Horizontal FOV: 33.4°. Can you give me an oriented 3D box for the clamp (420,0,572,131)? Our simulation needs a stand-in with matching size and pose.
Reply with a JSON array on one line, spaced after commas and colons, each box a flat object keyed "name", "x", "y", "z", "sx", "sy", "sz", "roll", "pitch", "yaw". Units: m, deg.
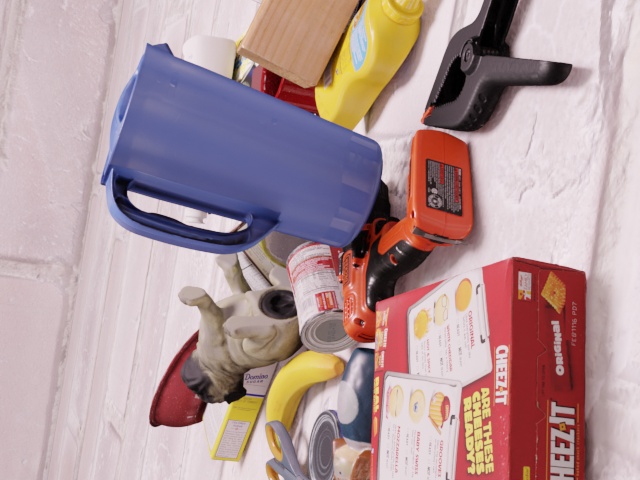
[{"name": "clamp", "x": 0.140, "y": -0.145, "z": 0.878, "sx": 0.210, "sy": 0.036, "sz": 0.164, "roll": 122, "pitch": 150, "yaw": -51}]

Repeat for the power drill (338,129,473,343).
[{"name": "power drill", "x": 0.072, "y": -0.020, "z": 0.982, "sx": 0.188, "sy": 0.057, "sz": 0.184, "roll": 125, "pitch": 151, "yaw": -53}]

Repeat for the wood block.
[{"name": "wood block", "x": -0.004, "y": -0.277, "z": 1.148, "sx": 0.206, "sy": 0.090, "sz": 0.091, "roll": -64, "pitch": 9, "yaw": 2}]

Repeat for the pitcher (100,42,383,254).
[{"name": "pitcher", "x": -0.073, "y": -0.069, "z": 0.971, "sx": 0.145, "sy": 0.242, "sz": 0.149, "roll": -110, "pitch": 41, "yaw": -70}]

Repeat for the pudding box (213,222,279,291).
[{"name": "pudding box", "x": -0.076, "y": 0.033, "z": 1.291, "sx": 0.039, "sy": 0.113, "sz": 0.090, "roll": -43, "pitch": 7, "yaw": -24}]

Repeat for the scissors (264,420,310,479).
[{"name": "scissors", "x": -0.022, "y": 0.246, "z": 1.147, "sx": 0.202, "sy": 0.016, "sz": 0.096, "roll": 168, "pitch": 91, "yaw": -67}]

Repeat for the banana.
[{"name": "banana", "x": -0.023, "y": 0.168, "z": 1.192, "sx": 0.070, "sy": 0.037, "sz": 0.198, "roll": 52, "pitch": 141, "yaw": 23}]

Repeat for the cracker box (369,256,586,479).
[{"name": "cracker box", "x": 0.112, "y": 0.114, "z": 0.798, "sx": 0.214, "sy": 0.072, "sz": 0.164, "roll": 153, "pitch": 123, "yaw": -64}]

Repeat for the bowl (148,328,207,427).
[{"name": "bowl", "x": -0.169, "y": 0.199, "z": 1.475, "sx": 0.162, "sy": 0.055, "sz": 0.162, "roll": -56, "pitch": -15, "yaw": -23}]

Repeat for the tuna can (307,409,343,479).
[{"name": "tuna can", "x": 0.017, "y": 0.212, "z": 1.062, "sx": 0.086, "sy": 0.033, "sz": 0.086, "roll": -171, "pitch": 90, "yaw": -70}]

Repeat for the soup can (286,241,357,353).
[{"name": "soup can", "x": 0.004, "y": 0.058, "z": 1.113, "sx": 0.102, "sy": 0.068, "sz": 0.069, "roll": -102, "pitch": 29, "yaw": -44}]

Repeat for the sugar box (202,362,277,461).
[{"name": "sugar box", "x": -0.105, "y": 0.190, "z": 1.384, "sx": 0.093, "sy": 0.048, "sz": 0.176, "roll": -112, "pitch": 40, "yaw": -54}]

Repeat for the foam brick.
[{"name": "foam brick", "x": -0.042, "y": -0.188, "z": 1.326, "sx": 0.053, "sy": 0.078, "sz": 0.051, "roll": 155, "pitch": 122, "yaw": -64}]

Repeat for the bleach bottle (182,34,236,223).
[{"name": "bleach bottle", "x": -0.163, "y": -0.149, "z": 1.467, "sx": 0.103, "sy": 0.068, "sz": 0.251, "roll": -178, "pitch": 93, "yaw": -74}]

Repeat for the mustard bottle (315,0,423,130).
[{"name": "mustard bottle", "x": 0.054, "y": -0.200, "z": 1.099, "sx": 0.192, "sy": 0.058, "sz": 0.096, "roll": 130, "pitch": 150, "yaw": -55}]

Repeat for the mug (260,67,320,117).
[{"name": "mug", "x": -0.020, "y": -0.182, "z": 1.257, "sx": 0.093, "sy": 0.081, "sz": 0.117, "roll": -162, "pitch": 82, "yaw": -70}]
